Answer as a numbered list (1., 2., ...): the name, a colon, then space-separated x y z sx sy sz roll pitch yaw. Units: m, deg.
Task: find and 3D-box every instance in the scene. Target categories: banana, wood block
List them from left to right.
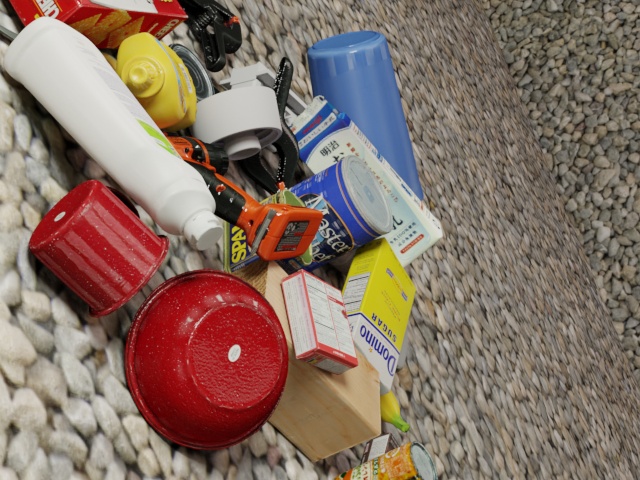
1. wood block: -0.030 0.125 1.096 0.206 0.090 0.091 48 26 -32
2. banana: 0.048 0.143 1.288 0.037 0.070 0.198 -32 90 -29

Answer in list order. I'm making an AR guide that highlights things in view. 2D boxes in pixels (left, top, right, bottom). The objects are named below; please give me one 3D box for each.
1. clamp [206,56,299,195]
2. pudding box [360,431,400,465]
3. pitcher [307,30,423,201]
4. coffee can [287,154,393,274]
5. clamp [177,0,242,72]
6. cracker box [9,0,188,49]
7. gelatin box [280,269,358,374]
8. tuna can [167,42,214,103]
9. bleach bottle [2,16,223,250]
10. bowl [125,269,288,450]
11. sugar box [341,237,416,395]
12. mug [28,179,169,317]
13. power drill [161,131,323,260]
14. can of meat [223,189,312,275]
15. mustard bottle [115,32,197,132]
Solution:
1. clamp: -0.064 -0.140 1.313 0.171 0.120 0.039 66 -10 -12
2. pudding box: 0.087 0.293 1.228 0.113 0.039 0.090 56 23 -15
3. pitcher: 0.051 -0.157 1.461 0.144 0.149 0.243 -58 139 -61
4. coffee can: 0.001 -0.025 1.268 0.102 0.140 0.103 47 26 -33
5. clamp: -0.154 -0.288 1.359 0.164 0.036 0.209 51 17 -4
6. cracker box: -0.249 -0.279 1.090 0.164 0.072 0.213 57 21 4
7. gelatin box: -0.002 0.081 1.048 0.073 0.030 0.089 30 40 -51
8. tuna can: -0.161 -0.185 1.239 0.086 0.034 0.086 47 26 -33
9. bleach bottle: -0.174 -0.088 0.941 0.251 0.068 0.102 48 10 24
10. bowl: -0.086 0.102 0.934 0.161 0.055 0.162 6 79 -31
11. sugar box: 0.061 0.088 1.239 0.093 0.048 0.176 56 31 -30
12. mug: -0.185 -0.004 0.900 0.081 0.093 0.117 47 34 -24
13. power drill: -0.094 -0.049 1.093 0.188 0.057 0.184 30 15 19
14. can of meat: -0.058 0.002 1.185 0.057 0.084 0.102 44 29 -38
15. mustard bottle: -0.168 -0.161 1.084 0.191 0.058 0.096 -92 163 -86
